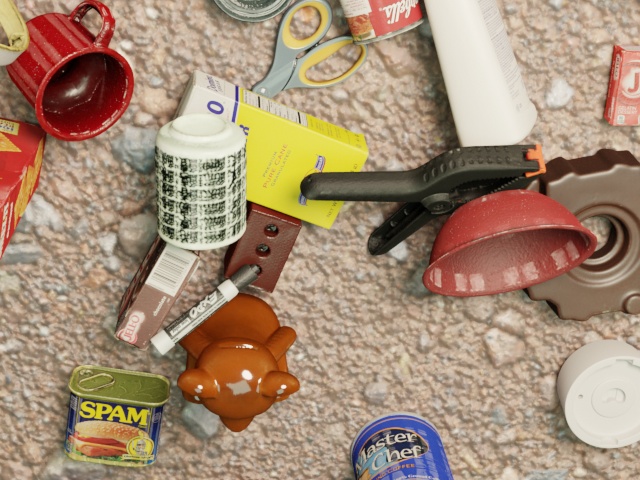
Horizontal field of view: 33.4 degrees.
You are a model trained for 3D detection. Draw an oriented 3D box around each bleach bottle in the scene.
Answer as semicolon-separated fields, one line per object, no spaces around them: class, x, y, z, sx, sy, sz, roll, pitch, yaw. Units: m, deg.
bleach bottle;0.127;-0.209;0.955;0.068;0.102;0.251;-13;107;23

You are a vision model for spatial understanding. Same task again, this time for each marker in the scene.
marker;-0.107;0.062;1.003;0.121;0.020;0.020;-39;110;-9

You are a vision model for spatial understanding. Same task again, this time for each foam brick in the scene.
foam brick;-0.057;0.001;1.040;0.053;0.051;0.078;19;109;-12

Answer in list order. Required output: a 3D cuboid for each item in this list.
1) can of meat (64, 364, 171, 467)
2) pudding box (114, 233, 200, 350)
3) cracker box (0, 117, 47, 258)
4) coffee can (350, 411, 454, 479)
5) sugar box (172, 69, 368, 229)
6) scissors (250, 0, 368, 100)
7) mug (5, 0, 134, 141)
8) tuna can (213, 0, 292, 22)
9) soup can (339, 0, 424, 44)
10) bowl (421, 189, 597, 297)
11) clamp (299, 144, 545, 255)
can of meat;-0.211;0.182;1.099;0.102;0.057;0.084;9;113;-7
pudding box;-0.156;0.037;1.027;0.039;0.090;0.114;29;106;-16
cracker box;-0.335;-0.056;0.910;0.164;0.213;0.072;11;110;-9
coffee can;0.088;0.256;1.104;0.102;0.140;0.103;-1;111;-4
sugar box;-0.053;-0.083;1.000;0.176;0.048;0.093;18;117;-17
scissors;-0.055;-0.159;0.995;0.202;0.016;0.096;-21;114;3
mug;-0.218;-0.157;0.934;0.093;0.082;0.117;8;120;-49
tuna can;-0.061;-0.239;0.954;0.086;0.034;0.086;-1;112;-4
soup can;0.045;-0.233;0.943;0.068;0.068;0.102;-19;108;3
bowl;0.167;-0.002;0.977;0.162;0.162;0.055;-11;68;0
clamp;0.096;-0.048;0.966;0.210;0.036;0.164;-20;152;27
